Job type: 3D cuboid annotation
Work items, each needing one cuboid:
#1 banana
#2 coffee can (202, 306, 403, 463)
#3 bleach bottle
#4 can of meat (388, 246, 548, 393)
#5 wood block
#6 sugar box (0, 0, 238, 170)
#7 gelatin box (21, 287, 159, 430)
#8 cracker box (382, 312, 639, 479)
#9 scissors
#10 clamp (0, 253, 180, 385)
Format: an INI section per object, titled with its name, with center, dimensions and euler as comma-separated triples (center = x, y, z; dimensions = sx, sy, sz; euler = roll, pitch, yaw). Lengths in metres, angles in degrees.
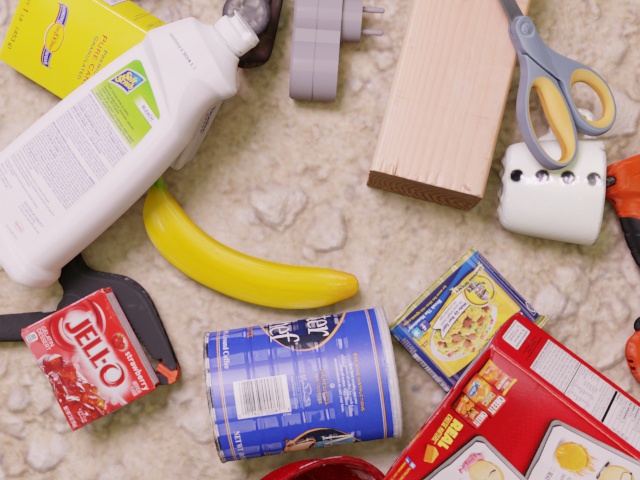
[banana]
center = -0.068, 0.014, 0.860
dimensions = 0.198, 0.037, 0.070
euler = 30, 114, -3
[coffee can]
center = -0.013, 0.111, 0.826
dimensions = 0.140, 0.103, 0.103
euler = -8, 85, -1
[bleach bottle]
center = -0.148, -0.077, 0.802
dimensions = 0.251, 0.068, 0.102
euler = -37, 82, 9
[can of meat]
center = 0.115, 0.067, 0.854
dimensions = 0.102, 0.057, 0.084
euler = -43, 85, -4
[wood block]
center = 0.106, -0.137, 0.856
dimensions = 0.091, 0.090, 0.206
euler = 15, 85, 2
[sugar box]
center = -0.164, -0.143, 0.861
dimensions = 0.176, 0.048, 0.093
euler = 32, 117, 5
[gelatin box]
center = -0.178, 0.091, 0.828
dimensions = 0.073, 0.030, 0.089
euler = -27, 91, 1
[cracker box]
center = 0.175, 0.179, 0.766
dimensions = 0.214, 0.072, 0.164
euler = 38, 124, 10
[scissors]
center = 0.171, -0.154, 0.811
dimensions = 0.096, 0.016, 0.202
euler = -12, 88, -25
[clamp]
center = -0.210, 0.063, 0.863
dimensions = 0.210, 0.036, 0.164
euler = 39, 85, 3
